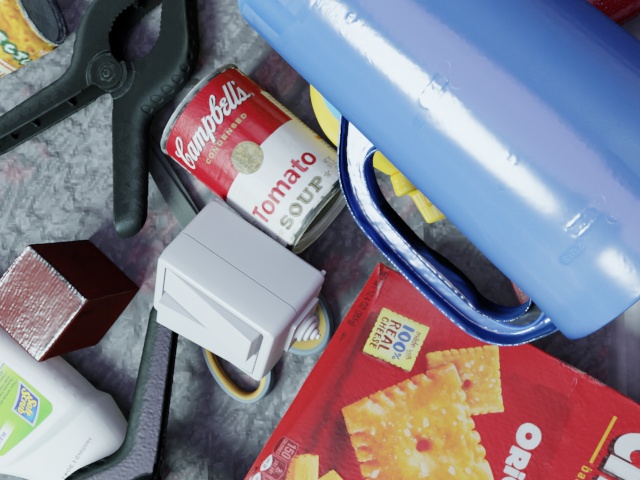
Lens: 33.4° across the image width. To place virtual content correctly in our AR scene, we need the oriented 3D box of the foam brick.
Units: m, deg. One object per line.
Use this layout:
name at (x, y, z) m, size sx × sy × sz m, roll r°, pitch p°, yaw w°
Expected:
foam brick at (-0.160, 0.035, 0.667) m, size 0.051 × 0.078 × 0.053 m, roll 42°, pitch 100°, yaw 9°

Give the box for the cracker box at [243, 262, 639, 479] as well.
cracker box at (0.081, 0.135, 0.573) m, size 0.214 × 0.072 × 0.164 m, roll 29°, pitch 73°, yaw 16°

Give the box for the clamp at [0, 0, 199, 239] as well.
clamp at (-0.137, -0.098, 0.662) m, size 0.120 × 0.039 × 0.171 m, roll 21°, pitch 87°, yaw 6°

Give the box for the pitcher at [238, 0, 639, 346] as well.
pitcher at (0.074, -0.069, 0.526) m, size 0.243 × 0.145 × 0.149 m, roll 41°, pitch 75°, yaw 3°

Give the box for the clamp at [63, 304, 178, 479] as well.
clamp at (-0.089, 0.158, 0.636) m, size 0.164 × 0.036 × 0.210 m, roll 36°, pitch 84°, yaw 7°

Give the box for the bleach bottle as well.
bleach bottle at (-0.218, 0.102, 0.695) m, size 0.251 × 0.068 × 0.103 m, roll 35°, pitch 102°, yaw 8°

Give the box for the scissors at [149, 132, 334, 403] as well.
scissors at (-0.054, 0.001, 0.667) m, size 0.096 × 0.016 × 0.202 m, roll -16°, pitch 89°, yaw 14°

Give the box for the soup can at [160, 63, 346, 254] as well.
soup can at (-0.035, -0.047, 0.632) m, size 0.102 × 0.068 × 0.068 m, roll 40°, pitch 103°, yaw 8°
